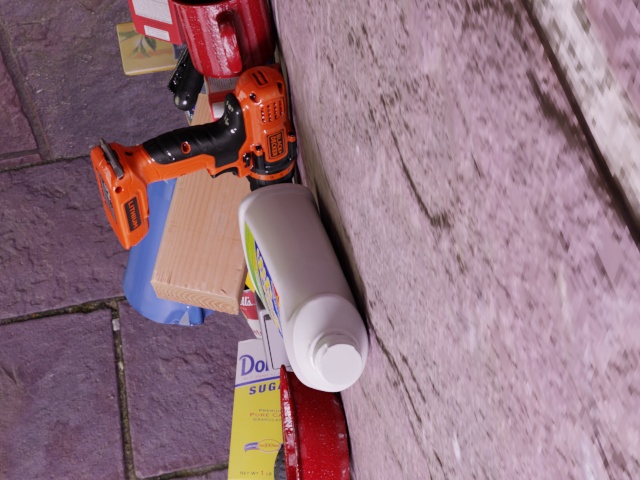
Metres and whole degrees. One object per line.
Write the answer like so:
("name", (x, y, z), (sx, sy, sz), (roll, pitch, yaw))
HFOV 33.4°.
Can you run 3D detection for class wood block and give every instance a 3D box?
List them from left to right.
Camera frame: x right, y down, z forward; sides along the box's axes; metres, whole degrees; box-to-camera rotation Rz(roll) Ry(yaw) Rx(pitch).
("wood block", (-0.107, -0.037, 1.123), (0.090, 0.091, 0.206), (102, 180, -75))

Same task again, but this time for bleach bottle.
("bleach bottle", (-0.010, 0.035, 0.782), (0.251, 0.068, 0.102), (-122, 22, -71))

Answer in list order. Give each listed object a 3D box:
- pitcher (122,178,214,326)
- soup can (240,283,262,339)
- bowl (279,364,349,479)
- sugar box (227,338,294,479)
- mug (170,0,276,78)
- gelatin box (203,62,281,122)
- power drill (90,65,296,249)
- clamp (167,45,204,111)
("pitcher", (-0.173, -0.025, 1.330), (0.144, 0.149, 0.243), (-60, -9, -45))
("soup can", (-0.072, 0.080, 1.399), (0.068, 0.068, 0.102), (-108, -7, -57))
("bowl", (-0.005, 0.200, 1.049), (0.162, 0.055, 0.162), (175, 90, -84))
("sugar box", (-0.056, 0.202, 1.249), (0.048, 0.093, 0.176), (86, -175, -62))
("mug", (-0.085, -0.196, 0.975), (0.117, 0.093, 0.081), (-109, 4, -50))
("gelatin box", (-0.074, -0.141, 1.045), (0.089, 0.073, 0.030), (99, 161, -78))
("power drill", (-0.110, -0.063, 0.992), (0.057, 0.187, 0.184), (54, 160, 34))
("clamp", (-0.123, -0.218, 1.155), (0.172, 0.039, 0.120), (-63, 24, 19))
